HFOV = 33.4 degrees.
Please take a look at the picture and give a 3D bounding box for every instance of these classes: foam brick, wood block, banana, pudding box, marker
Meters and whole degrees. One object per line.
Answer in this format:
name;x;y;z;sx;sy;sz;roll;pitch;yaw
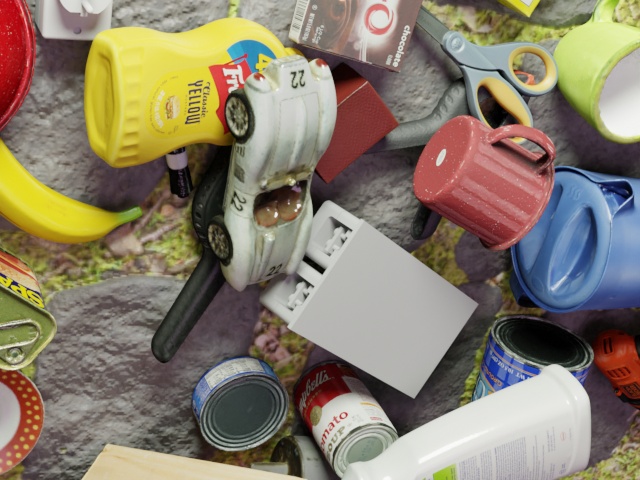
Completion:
foam brick;0.012;-0.096;0.867;0.078;0.051;0.053;-39;125;0
wood block;-0.107;0.249;0.913;0.090;0.206;0.091;-57;140;-43
banana;-0.225;-0.052;0.798;0.197;0.037;0.069;42;77;-37
pudding box;0.033;-0.195;0.816;0.090;0.039;0.113;12;106;-22
marker;-0.116;-0.087;0.834;0.020;0.020;0.121;-15;123;-16

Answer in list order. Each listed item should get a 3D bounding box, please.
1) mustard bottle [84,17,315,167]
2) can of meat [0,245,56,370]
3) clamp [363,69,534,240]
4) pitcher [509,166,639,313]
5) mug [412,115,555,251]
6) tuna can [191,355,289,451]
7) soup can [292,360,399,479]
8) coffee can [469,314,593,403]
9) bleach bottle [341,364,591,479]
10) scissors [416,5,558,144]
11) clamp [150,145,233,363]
mustard bottle;-0.078;-0.116;0.794;0.191;0.058;0.096;-15;125;-37
can of meat;-0.255;0.039;0.803;0.057;0.084;0.102;-47;126;6
clamp;0.118;-0.081;0.931;0.171;0.039;0.120;-31;125;-5
pitcher;0.307;0.009;1.025;0.242;0.149;0.145;3;98;-29
mug;0.137;-0.055;0.867;0.081;0.093;0.117;28;141;-23
tuna can;-0.074;0.149;0.979;0.086;0.034;0.086;-11;121;-19
soup can;0.023;0.168;0.992;0.068;0.102;0.068;-11;122;-19
coffee can;0.203;0.160;1.068;0.102;0.103;0.140;0;118;-24
bleach bottle;0.115;0.195;0.948;0.250;0.068;0.102;-16;120;-14
scissors;0.128;-0.169;0.882;0.096;0.016;0.201;-40;111;-9
clamp;-0.056;0.001;0.900;0.164;0.036;0.210;-5;117;-33
